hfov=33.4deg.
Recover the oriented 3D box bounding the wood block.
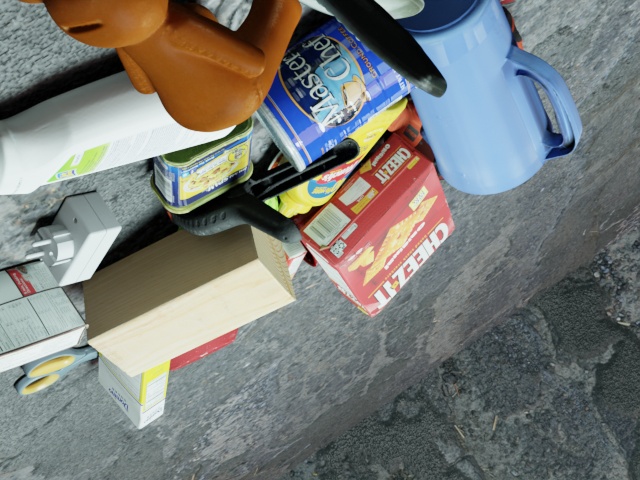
[{"bbox_3d":[-0.143,0.053,1.147,0.206,0.091,0.090,-26,139,12],"label":"wood block"}]

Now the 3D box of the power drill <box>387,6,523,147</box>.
[{"bbox_3d":[0.145,-0.195,1.222,0.188,0.057,0.184,-39,159,11],"label":"power drill"}]

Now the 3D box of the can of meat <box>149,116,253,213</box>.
[{"bbox_3d":[-0.113,-0.084,1.023,0.102,0.057,0.084,-30,159,-20],"label":"can of meat"}]

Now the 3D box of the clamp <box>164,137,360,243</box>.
[{"bbox_3d":[-0.074,-0.037,1.065,0.210,0.036,0.164,-11,-151,26],"label":"clamp"}]

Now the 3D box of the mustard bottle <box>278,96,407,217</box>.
[{"bbox_3d":[0.009,-0.093,1.155,0.096,0.058,0.192,-21,156,-51],"label":"mustard bottle"}]

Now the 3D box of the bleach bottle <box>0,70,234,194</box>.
[{"bbox_3d":[-0.180,-0.093,0.862,0.250,0.068,0.103,-22,166,-33],"label":"bleach bottle"}]

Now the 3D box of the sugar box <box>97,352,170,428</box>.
[{"bbox_3d":[-0.228,0.148,1.305,0.048,0.093,0.176,-33,157,-29],"label":"sugar box"}]

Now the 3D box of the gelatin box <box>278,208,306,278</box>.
[{"bbox_3d":[-0.059,0.001,1.288,0.030,0.089,0.073,-23,158,-30],"label":"gelatin box"}]

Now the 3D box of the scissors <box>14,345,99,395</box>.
[{"bbox_3d":[-0.302,0.152,1.342,0.096,0.016,0.201,-43,161,26],"label":"scissors"}]

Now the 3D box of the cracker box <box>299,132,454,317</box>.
[{"bbox_3d":[0.075,-0.011,1.280,0.164,0.072,0.213,-46,156,-5],"label":"cracker box"}]

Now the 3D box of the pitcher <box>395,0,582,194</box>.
[{"bbox_3d":[0.160,-0.164,1.088,0.149,0.145,0.242,-28,141,6],"label":"pitcher"}]

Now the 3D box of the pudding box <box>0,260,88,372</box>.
[{"bbox_3d":[-0.295,0.073,1.029,0.113,0.090,0.039,-19,155,-43],"label":"pudding box"}]

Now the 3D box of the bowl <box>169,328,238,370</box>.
[{"bbox_3d":[-0.166,0.127,1.401,0.162,0.055,0.162,-26,175,-3],"label":"bowl"}]

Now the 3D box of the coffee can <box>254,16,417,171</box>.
[{"bbox_3d":[0.007,-0.147,1.011,0.140,0.103,0.103,-36,162,-2],"label":"coffee can"}]
